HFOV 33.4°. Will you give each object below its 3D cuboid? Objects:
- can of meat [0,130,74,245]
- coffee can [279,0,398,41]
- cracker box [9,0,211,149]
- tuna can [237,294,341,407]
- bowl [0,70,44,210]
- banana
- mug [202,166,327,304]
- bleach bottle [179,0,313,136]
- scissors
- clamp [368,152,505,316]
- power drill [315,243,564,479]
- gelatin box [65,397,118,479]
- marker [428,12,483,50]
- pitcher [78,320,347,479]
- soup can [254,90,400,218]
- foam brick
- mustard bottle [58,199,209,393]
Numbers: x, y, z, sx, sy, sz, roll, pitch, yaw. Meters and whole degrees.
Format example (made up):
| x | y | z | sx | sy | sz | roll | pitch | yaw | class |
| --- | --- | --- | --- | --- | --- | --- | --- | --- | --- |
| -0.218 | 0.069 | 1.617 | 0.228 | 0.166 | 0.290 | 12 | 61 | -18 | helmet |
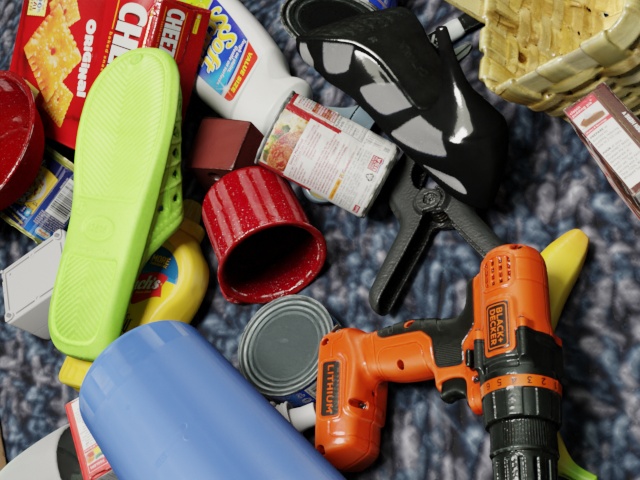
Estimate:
| x | y | z | sx | sy | sz | roll | pitch | yaw | class |
| --- | --- | --- | --- | --- | --- | --- | --- | --- | --- |
| -0.278 | -0.048 | 1.059 | 0.102 | 0.057 | 0.084 | 32 | 83 | 38 | can of meat |
| 0.028 | -0.253 | 0.979 | 0.103 | 0.102 | 0.140 | 0 | 64 | 29 | coffee can |
| -0.217 | -0.170 | 1.042 | 0.214 | 0.071 | 0.164 | 24 | 103 | 40 | cracker box |
| -0.021 | 0.089 | 0.853 | 0.086 | 0.033 | 0.086 | -14 | 57 | 22 | tuna can |
| -0.321 | -0.081 | 1.030 | 0.162 | 0.055 | 0.162 | -14 | 60 | 25 | bowl |
| 0.159 | 0.083 | 0.760 | 0.070 | 0.037 | 0.198 | -1 | 63 | 11 | banana |
| -0.056 | 0.001 | 0.898 | 0.117 | 0.093 | 0.081 | -61 | 37 | 33 | mug |
| -0.078 | -0.172 | 1.017 | 0.102 | 0.068 | 0.251 | -47 | 54 | 2 | bleach bottle |
| 0.052 | -0.097 | 0.926 | 0.201 | 0.016 | 0.096 | -19 | 85 | -4 | scissors |
| 0.102 | -0.021 | 0.847 | 0.120 | 0.039 | 0.171 | -3 | 60 | 19 | clamp |
| 0.082 | 0.108 | 0.741 | 0.188 | 0.057 | 0.184 | -21 | 51 | 36 | power drill |
| -0.159 | 0.167 | 0.848 | 0.030 | 0.089 | 0.073 | -32 | 53 | 9 | gelatin box |
| 0.097 | -0.174 | 0.949 | 0.121 | 0.020 | 0.020 | -30 | 53 | 11 | marker |
| -0.073 | 0.171 | 0.725 | 0.243 | 0.148 | 0.145 | 43 | 132 | 37 | pitcher |
| 0.006 | -0.070 | 0.878 | 0.102 | 0.068 | 0.068 | 28 | 76 | 0 | soup can |
| -0.073 | -0.066 | 0.943 | 0.053 | 0.078 | 0.051 | 7 | 65 | 31 | foam brick |
| -0.149 | 0.050 | 0.930 | 0.096 | 0.058 | 0.191 | 9 | 67 | 38 | mustard bottle |
